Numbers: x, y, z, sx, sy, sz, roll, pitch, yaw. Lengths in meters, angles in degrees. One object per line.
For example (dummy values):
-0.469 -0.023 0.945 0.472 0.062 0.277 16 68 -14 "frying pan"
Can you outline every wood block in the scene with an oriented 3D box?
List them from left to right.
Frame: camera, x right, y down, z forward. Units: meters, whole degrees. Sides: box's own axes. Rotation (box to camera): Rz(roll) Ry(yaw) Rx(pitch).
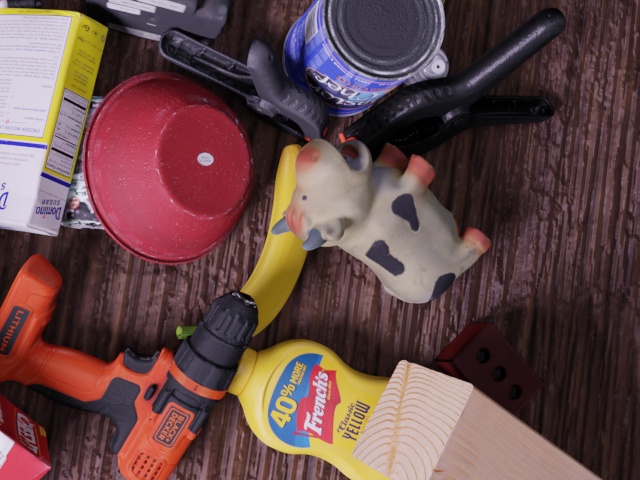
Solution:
0.137 0.191 0.883 0.205 0.090 0.091 37 77 -34 "wood block"

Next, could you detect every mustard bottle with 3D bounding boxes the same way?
-0.006 0.138 0.907 0.191 0.058 0.096 25 82 -11 "mustard bottle"

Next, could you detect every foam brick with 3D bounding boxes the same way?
0.150 0.118 0.953 0.053 0.051 0.078 -44 97 -14 "foam brick"

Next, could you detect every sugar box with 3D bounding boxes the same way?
-0.235 -0.096 0.855 0.093 0.048 0.176 8 84 28 "sugar box"

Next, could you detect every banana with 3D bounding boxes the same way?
-0.045 0.014 0.913 0.069 0.037 0.197 38 72 -30 "banana"

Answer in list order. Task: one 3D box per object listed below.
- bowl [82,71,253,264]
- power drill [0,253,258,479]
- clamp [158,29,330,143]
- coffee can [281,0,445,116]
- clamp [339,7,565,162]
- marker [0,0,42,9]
-0.109 -0.061 0.869 0.161 0.055 0.162 3 86 -40 "bowl"
-0.162 0.087 0.846 0.187 0.057 0.184 30 102 -7 "power drill"
-0.041 -0.125 0.885 0.171 0.120 0.039 27 86 -40 "clamp"
0.032 -0.169 0.902 0.102 0.140 0.103 1 84 -15 "coffee can"
0.118 -0.124 0.928 0.210 0.164 0.036 -19 65 -7 "clamp"
-0.292 -0.193 0.883 0.121 0.020 0.020 -6 86 -15 "marker"
